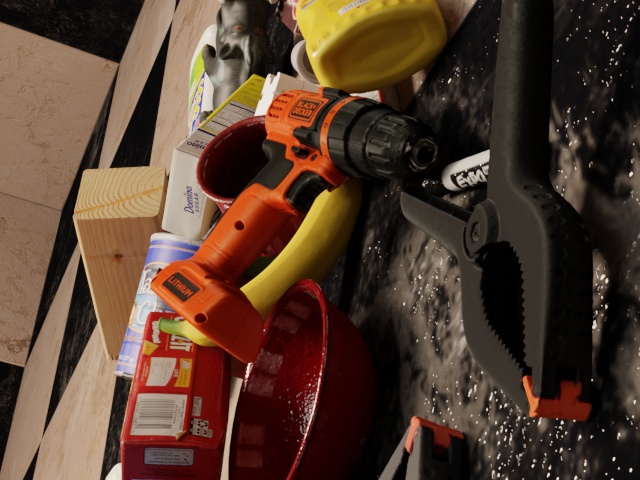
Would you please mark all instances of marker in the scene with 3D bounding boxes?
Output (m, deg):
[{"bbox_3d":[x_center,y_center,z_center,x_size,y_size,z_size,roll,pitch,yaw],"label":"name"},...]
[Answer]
[{"bbox_3d":[0.090,-0.041,0.610,0.121,0.020,0.020,165,121,-70],"label":"marker"}]

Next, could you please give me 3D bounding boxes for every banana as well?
[{"bbox_3d":[-0.029,0.017,0.788,0.197,0.070,0.037,-41,-22,-11],"label":"banana"}]

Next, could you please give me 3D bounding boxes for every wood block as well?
[{"bbox_3d":[-0.205,0.028,1.180,0.090,0.091,0.206,-92,0,-50],"label":"wood block"}]

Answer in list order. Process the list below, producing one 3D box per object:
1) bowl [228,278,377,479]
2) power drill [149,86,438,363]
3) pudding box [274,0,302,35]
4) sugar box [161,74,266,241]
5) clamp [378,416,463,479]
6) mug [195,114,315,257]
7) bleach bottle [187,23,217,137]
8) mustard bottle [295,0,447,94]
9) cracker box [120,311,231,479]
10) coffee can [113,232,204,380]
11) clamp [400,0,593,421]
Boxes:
[{"bbox_3d":[-0.007,0.109,0.699,0.162,0.055,0.162,-163,90,-72],"label":"bowl"},{"bbox_3d":[-0.020,-0.015,0.696,0.187,0.057,0.185,-53,28,-7],"label":"power drill"},{"bbox_3d":[-0.008,-0.256,1.077,0.113,0.039,0.090,-118,46,-67],"label":"pudding box"},{"bbox_3d":[-0.089,-0.082,1.022,0.176,0.048,0.093,-60,-12,-53],"label":"sugar box"},{"bbox_3d":[0.037,0.177,0.531,0.120,0.039,0.171,-160,87,-71],"label":"clamp"},{"bbox_3d":[-0.047,-0.031,0.853,0.093,0.081,0.117,9,56,29],"label":"mug"},{"bbox_3d":[-0.127,-0.144,1.299,0.103,0.068,0.251,125,153,-45],"label":"bleach bottle"},{"bbox_3d":[0.030,-0.175,0.811,0.096,0.058,0.191,-24,29,6],"label":"mustard bottle"},{"bbox_3d":[-0.108,0.186,0.804,0.164,0.072,0.214,-95,9,-62],"label":"cracker box"},{"bbox_3d":[-0.131,0.074,1.031,0.103,0.102,0.140,163,123,-69],"label":"coffee can"},{"bbox_3d":[0.092,-0.012,0.511,0.210,0.036,0.165,-102,24,-47],"label":"clamp"}]
